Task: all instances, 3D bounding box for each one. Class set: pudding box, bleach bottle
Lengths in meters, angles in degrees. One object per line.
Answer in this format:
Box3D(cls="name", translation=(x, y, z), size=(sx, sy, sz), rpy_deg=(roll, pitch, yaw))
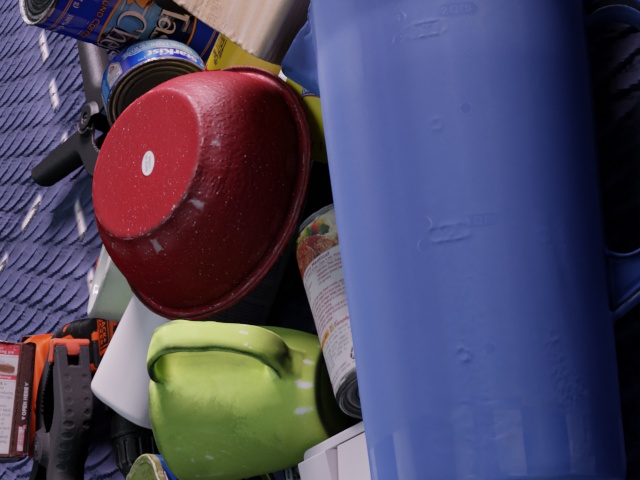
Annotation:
Box3D(cls="pudding box", translation=(-0.246, 0.126, 0.826), size=(0.114, 0.039, 0.090), rpy_deg=(151, 123, -66))
Box3D(cls="bleach bottle", translation=(-0.055, 0.001, 0.694), size=(0.068, 0.102, 0.251), rpy_deg=(27, 93, 34))

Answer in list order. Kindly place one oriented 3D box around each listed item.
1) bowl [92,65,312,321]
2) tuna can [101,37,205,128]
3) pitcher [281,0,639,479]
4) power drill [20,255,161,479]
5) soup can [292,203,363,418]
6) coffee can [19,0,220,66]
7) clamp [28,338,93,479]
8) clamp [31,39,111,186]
Box3D(cls="bowl", translation=(-0.083, -0.037, 0.624), size=(0.162, 0.055, 0.162), rpy_deg=(-16, 64, 36))
Box3D(cls="tuna can", translation=(-0.124, -0.112, 0.821), size=(0.086, 0.086, 0.034), rpy_deg=(-55, 39, 27))
Box3D(cls="pitcher", translation=(0.078, -0.005, 0.480), size=(0.149, 0.144, 0.243), rpy_deg=(-27, 64, 57))
Box3D(cls="power drill", translation=(-0.180, 0.117, 0.851), size=(0.188, 0.057, 0.184), rpy_deg=(-31, 58, 43))
Box3D(cls="soup can", translation=(0.029, 0.036, 0.577), size=(0.069, 0.068, 0.102), rpy_deg=(-46, 46, 36))
Box3D(cls="coffee can", translation=(-0.148, -0.196, 0.833), size=(0.103, 0.140, 0.103), rpy_deg=(-23, 61, 49))
Box3D(cls="clamp", translation=(-0.198, 0.159, 0.795), size=(0.120, 0.039, 0.171), rpy_deg=(-7, 77, 53))
Box3D(cls="clamp", translation=(-0.197, -0.116, 0.963), size=(0.210, 0.036, 0.164), rpy_deg=(17, 94, 53))
